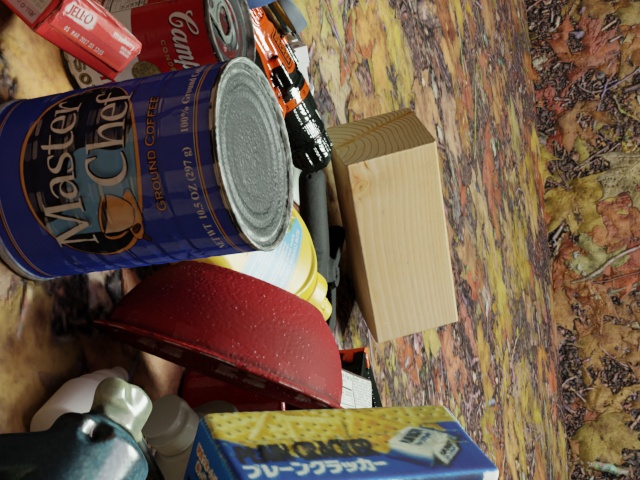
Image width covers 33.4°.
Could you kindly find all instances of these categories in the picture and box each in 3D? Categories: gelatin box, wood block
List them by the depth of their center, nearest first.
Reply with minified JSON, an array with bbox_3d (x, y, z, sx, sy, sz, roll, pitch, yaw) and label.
[{"bbox_3d":[-0.146,-0.130,0.567,0.089,0.030,0.073,42,4,25],"label":"gelatin box"},{"bbox_3d":[0.072,-0.013,1.064,0.090,0.090,0.206,-114,-169,-59],"label":"wood block"}]

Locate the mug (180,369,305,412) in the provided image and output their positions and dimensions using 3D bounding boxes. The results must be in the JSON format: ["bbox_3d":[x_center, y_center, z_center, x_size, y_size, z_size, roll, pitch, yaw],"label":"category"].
[{"bbox_3d":[-0.046,0.108,0.760,0.093,0.082,0.117,43,44,-61],"label":"mug"}]

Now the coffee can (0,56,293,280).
[{"bbox_3d":[-0.098,-0.036,0.577,0.102,0.140,0.103,-7,90,-71],"label":"coffee can"}]

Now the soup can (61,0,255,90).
[{"bbox_3d":[-0.100,-0.125,0.662,0.068,0.102,0.068,-7,90,-71],"label":"soup can"}]

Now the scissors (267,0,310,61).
[{"bbox_3d":[-0.023,-0.195,0.984,0.096,0.016,0.201,53,2,32],"label":"scissors"}]

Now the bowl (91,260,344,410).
[{"bbox_3d":[-0.051,0.054,0.635,0.162,0.162,0.055,44,63,-61],"label":"bowl"}]
